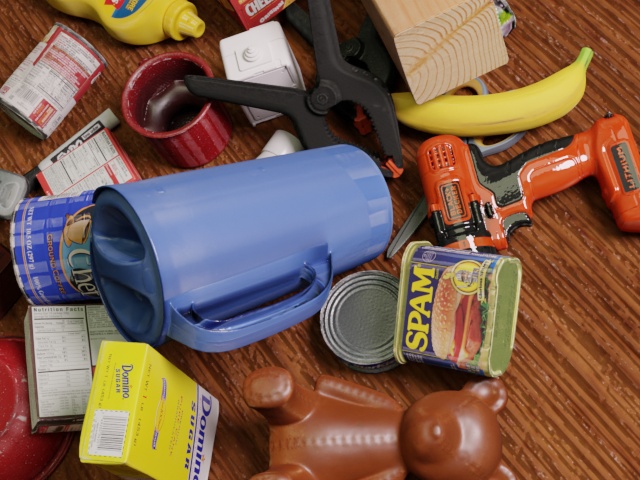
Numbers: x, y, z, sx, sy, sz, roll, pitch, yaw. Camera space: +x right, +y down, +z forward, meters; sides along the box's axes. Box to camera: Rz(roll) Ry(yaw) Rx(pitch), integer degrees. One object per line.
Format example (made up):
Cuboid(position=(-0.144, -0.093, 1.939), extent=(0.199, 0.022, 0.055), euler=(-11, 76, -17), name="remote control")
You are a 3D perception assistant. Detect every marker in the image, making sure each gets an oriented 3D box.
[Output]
Cuboid(position=(-0.257, -0.090, 1.085), extent=(0.121, 0.020, 0.020), euler=(-39, 64, -4), name="marker")

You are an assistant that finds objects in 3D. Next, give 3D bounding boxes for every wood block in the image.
Cuboid(position=(0.081, -0.235, 0.966), extent=(0.091, 0.090, 0.206), euler=(-25, 51, 4), name="wood block")

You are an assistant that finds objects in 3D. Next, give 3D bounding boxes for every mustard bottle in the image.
Cuboid(position=(-0.198, -0.257, 1.120), extent=(0.192, 0.058, 0.096), euler=(30, 72, 23), name="mustard bottle")

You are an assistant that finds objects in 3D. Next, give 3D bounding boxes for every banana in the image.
Cuboid(position=(0.155, -0.124, 0.968), extent=(0.198, 0.037, 0.069), euler=(-11, 42, 8), name="banana")

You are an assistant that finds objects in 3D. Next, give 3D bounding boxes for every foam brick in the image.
Cuboid(position=(-0.324, 0.041, 1.028), extent=(0.053, 0.051, 0.078), euler=(35, 80, 24), name="foam brick")

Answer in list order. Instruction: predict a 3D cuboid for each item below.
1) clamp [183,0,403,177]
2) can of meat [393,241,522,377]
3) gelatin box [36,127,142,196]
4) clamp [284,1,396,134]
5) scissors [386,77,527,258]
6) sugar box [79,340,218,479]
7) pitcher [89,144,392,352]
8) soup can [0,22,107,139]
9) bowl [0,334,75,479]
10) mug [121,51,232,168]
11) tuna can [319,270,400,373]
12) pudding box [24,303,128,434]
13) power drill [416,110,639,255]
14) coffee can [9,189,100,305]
Cuboid(position=(-0.009, -0.129, 0.968), extent=(0.165, 0.036, 0.210), euler=(-36, 104, 15), name="clamp")
Cuboid(position=(0.112, 0.056, 0.864), extent=(0.084, 0.057, 0.102), euler=(8, 95, 31), name="can of meat")
Cuboid(position=(-0.227, -0.058, 1.058), extent=(0.089, 0.030, 0.073), euler=(-34, 62, 0), name="gelatin box")
Cuboid(position=(0.039, -0.186, 1.039), extent=(0.120, 0.039, 0.171), euler=(-24, 64, 13), name="clamp")
Cuboid(position=(0.110, -0.078, 0.988), extent=(0.201, 0.016, 0.096), euler=(-40, 63, -5), name="scissors")
Cuboid(position=(-0.132, 0.151, 0.862), extent=(0.048, 0.176, 0.093), euler=(2, 69, 17), name="sugar box")
Cuboid(position=(-0.056, 0.001, 0.882), extent=(0.242, 0.145, 0.149), euler=(-17, 90, -32), name="pitcher")
Cuboid(position=(-0.277, -0.163, 1.094), extent=(0.069, 0.068, 0.102), euler=(32, 78, 24), name="soup can")
Cuboid(position=(-0.305, 0.155, 0.972), extent=(0.162, 0.055, 0.162), euler=(-5, 66, 12), name="bowl")
Cuboid(position=(-0.141, -0.130, 1.038), extent=(0.093, 0.081, 0.117), euler=(-38, 64, -4), name="mug")
Cuboid(position=(0.045, 0.072, 0.930), extent=(0.086, 0.033, 0.086), euler=(-5, 66, 12), name="tuna can")
Cuboid(position=(-0.215, 0.112, 0.955), extent=(0.089, 0.039, 0.113), euler=(-1, 61, -21), name="pudding box")
Cuboid(position=(0.187, -0.021, 0.917), extent=(0.188, 0.057, 0.184), euler=(-15, 75, 6), name="power drill")
Cuboid(position=(-0.197, 0.003, 0.976), extent=(0.140, 0.103, 0.103), euler=(-8, 66, 5), name="coffee can")
